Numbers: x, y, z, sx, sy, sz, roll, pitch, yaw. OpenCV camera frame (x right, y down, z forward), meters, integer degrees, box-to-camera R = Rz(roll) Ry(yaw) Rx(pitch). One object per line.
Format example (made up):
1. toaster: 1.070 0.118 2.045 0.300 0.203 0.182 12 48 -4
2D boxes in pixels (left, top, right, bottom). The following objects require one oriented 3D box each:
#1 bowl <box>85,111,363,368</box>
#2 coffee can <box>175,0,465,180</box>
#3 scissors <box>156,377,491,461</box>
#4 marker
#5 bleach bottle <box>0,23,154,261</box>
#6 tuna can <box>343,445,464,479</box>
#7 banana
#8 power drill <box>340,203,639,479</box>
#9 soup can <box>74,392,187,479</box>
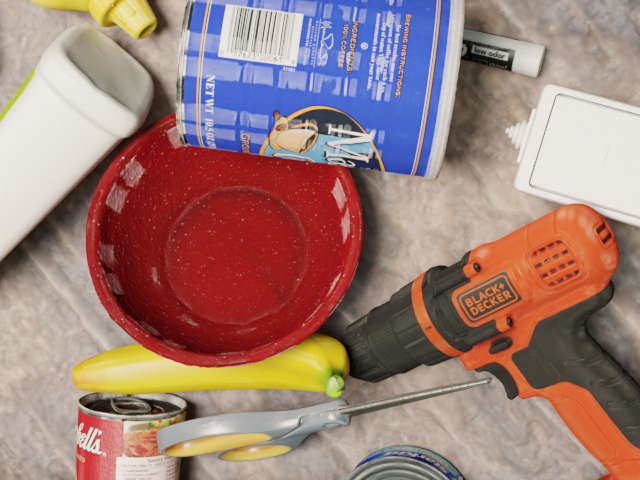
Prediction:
1. bowl: -0.054 0.001 0.636 0.162 0.055 0.162 -1 73 4
2. coffee can: 0.001 -0.092 0.579 0.140 0.103 0.103 8 96 2
3. scissors: 0.004 0.108 0.630 0.202 0.096 0.016 -10 68 11
4. marker: 0.071 -0.119 0.630 0.121 0.020 0.020 16 98 13
5. bleach bottle: -0.207 -0.018 0.662 0.068 0.102 0.251 40 108 -16
6. tuna can: 0.051 0.169 0.648 0.086 0.033 0.086 1 94 14
7. banana: -0.058 0.075 0.650 0.198 0.069 0.037 -5 86 30
8. power drill: 0.116 0.093 0.601 0.185 0.057 0.187 -31 91 35
9. soup can: -0.121 0.151 0.672 0.068 0.068 0.102 5 95 14
